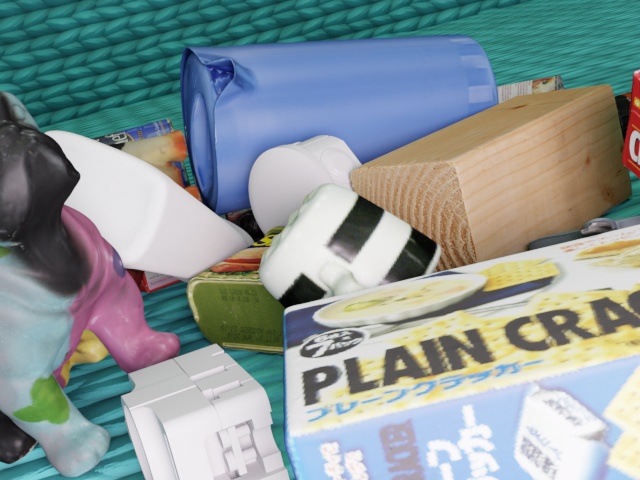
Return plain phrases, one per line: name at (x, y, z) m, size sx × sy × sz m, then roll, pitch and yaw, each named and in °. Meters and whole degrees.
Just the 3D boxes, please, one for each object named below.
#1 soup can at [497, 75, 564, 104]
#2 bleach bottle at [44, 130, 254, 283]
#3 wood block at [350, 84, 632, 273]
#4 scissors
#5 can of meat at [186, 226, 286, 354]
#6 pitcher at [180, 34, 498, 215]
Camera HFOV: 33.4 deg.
soup can at (0.191, -0.120, 1.055) m, size 0.102 × 0.068 × 0.068 m, roll -9°, pitch 15°, yaw 20°
bleach bottle at (-0.110, -0.006, 0.741) m, size 0.103 × 0.068 × 0.250 m, roll 20°, pitch -4°, yaw 15°
wood block at (0.128, -0.041, 0.760) m, size 0.091 × 0.090 × 0.205 m, roll -1°, pitch 19°, yaw 45°
scissors at (0.148, 0.000, 0.629) m, size 0.096 × 0.016 × 0.201 m, roll -16°, pitch -7°, yaw 32°
can of meat at (-0.024, 0.031, 0.692) m, size 0.102 × 0.057 × 0.083 m, roll -1°, pitch 22°, yaw 43°
pitcher at (0.011, -0.096, 0.865) m, size 0.242 × 0.145 × 0.149 m, roll -9°, pitch 18°, yaw -15°
